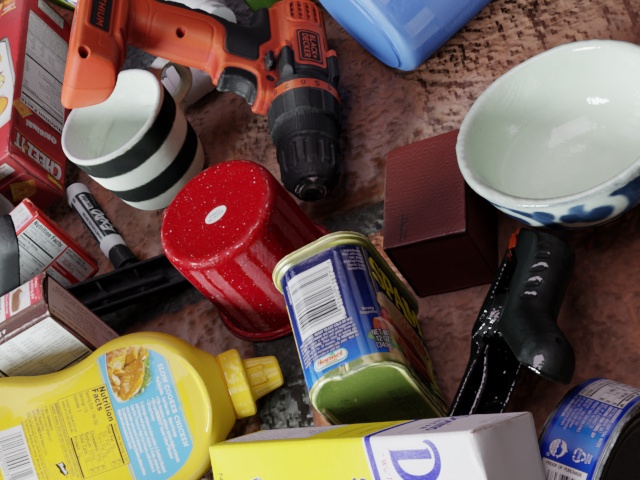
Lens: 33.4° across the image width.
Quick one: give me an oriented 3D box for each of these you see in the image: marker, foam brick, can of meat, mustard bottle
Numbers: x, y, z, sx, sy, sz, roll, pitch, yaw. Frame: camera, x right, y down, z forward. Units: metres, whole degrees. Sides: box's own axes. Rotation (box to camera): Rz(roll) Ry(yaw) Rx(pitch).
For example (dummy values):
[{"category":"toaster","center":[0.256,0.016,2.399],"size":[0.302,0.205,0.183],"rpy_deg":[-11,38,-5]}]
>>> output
[{"category":"marker","center":[-0.162,-0.007,0.796],"size":[0.020,0.020,0.121],"rpy_deg":[-42,44,-2]},{"category":"foam brick","center":[0.071,-0.016,0.628],"size":[0.053,0.051,0.078],"rpy_deg":[-14,50,25]},{"category":"can of meat","center":[0.024,0.059,0.567],"size":[0.057,0.102,0.084],"rpy_deg":[-27,48,12]},{"category":"mustard bottle","center":[-0.114,0.106,0.622],"size":[0.191,0.058,0.096],"rpy_deg":[-18,82,-7]}]

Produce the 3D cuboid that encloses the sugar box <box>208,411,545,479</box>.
[{"category":"sugar box","center":[0.023,0.132,0.489],"size":[0.177,0.048,0.093],"rpy_deg":[-16,84,48]}]

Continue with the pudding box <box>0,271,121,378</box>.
[{"category":"pudding box","center":[-0.173,0.080,0.669],"size":[0.090,0.113,0.039],"rpy_deg":[-30,47,8]}]

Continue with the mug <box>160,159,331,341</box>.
[{"category":"mug","center":[-0.054,0.001,0.675],"size":[0.117,0.081,0.093],"rpy_deg":[17,67,40]}]

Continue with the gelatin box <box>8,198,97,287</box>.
[{"category":"gelatin box","center":[-0.217,0.024,0.769],"size":[0.089,0.073,0.030],"rpy_deg":[-45,45,-5]}]

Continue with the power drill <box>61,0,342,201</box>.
[{"category":"power drill","center":[-0.076,-0.110,0.722],"size":[0.057,0.187,0.184],"rpy_deg":[118,154,-43]}]

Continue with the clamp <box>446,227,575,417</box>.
[{"category":"clamp","center":[0.099,0.043,0.526],"size":[0.120,0.039,0.171],"rpy_deg":[-53,9,47]}]

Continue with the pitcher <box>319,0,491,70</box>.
[{"category":"pitcher","center":[0.109,-0.233,0.715],"size":[0.243,0.149,0.145],"rpy_deg":[-46,63,-1]}]

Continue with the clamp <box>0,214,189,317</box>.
[{"category":"clamp","center":[-0.194,0.052,0.719],"size":[0.210,0.164,0.036],"rpy_deg":[-39,60,33]}]

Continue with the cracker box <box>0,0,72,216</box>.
[{"category":"cracker box","center":[-0.289,-0.092,0.900],"size":[0.164,0.072,0.214],"rpy_deg":[-28,46,21]}]
